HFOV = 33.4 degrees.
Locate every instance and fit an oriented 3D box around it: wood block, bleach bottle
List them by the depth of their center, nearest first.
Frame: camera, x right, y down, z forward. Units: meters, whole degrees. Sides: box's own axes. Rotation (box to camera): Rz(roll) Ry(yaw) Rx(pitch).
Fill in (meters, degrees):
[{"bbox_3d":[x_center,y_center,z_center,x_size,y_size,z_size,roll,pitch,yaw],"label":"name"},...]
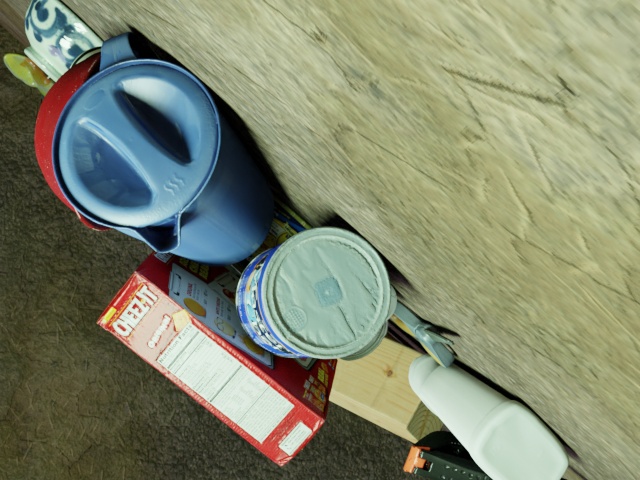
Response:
[{"bbox_3d":[0.144,0.164,1.059,0.102,0.068,0.251,45,177,-22],"label":"bleach bottle"},{"bbox_3d":[0.054,0.162,1.298,0.206,0.090,0.090,22,165,33],"label":"wood block"}]

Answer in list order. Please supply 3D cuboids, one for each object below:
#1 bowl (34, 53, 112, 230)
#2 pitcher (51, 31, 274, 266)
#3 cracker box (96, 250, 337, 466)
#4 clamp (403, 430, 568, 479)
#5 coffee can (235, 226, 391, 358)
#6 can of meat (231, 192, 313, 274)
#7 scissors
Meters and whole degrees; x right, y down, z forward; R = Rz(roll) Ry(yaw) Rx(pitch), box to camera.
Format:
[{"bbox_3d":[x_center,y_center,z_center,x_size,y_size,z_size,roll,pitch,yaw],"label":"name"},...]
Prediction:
[{"bbox_3d":[-0.198,-0.092,0.920,0.055,0.162,0.162,11,165,17],"label":"bowl"},{"bbox_3d":[-0.119,-0.060,0.906,0.145,0.149,0.242,26,174,15],"label":"pitcher"},{"bbox_3d":[-0.089,0.097,1.004,0.213,0.072,0.164,39,-166,-5],"label":"cracker box"},{"bbox_3d":[0.169,0.225,1.106,0.209,0.036,0.165,12,-167,-27],"label":"clamp"},{"bbox_3d":[-0.010,0.047,0.890,0.103,0.102,0.140,43,167,-6],"label":"coffee can"},{"bbox_3d":[-0.057,0.001,1.102,0.102,0.084,0.057,41,176,11],"label":"can of meat"},{"bbox_3d":[0.111,0.099,0.995,0.096,0.016,0.202,46,176,-18],"label":"scissors"}]
